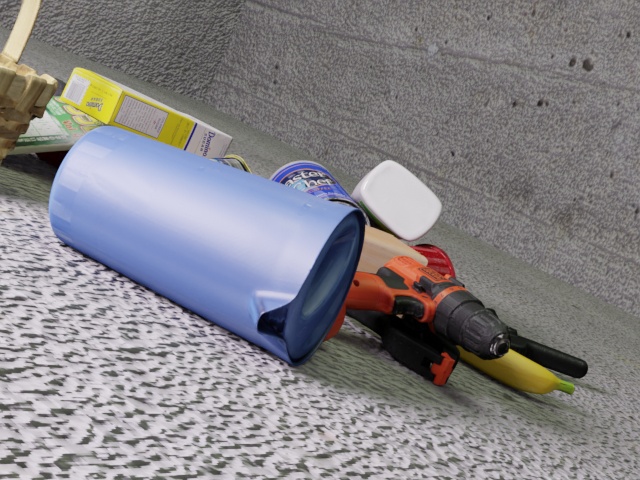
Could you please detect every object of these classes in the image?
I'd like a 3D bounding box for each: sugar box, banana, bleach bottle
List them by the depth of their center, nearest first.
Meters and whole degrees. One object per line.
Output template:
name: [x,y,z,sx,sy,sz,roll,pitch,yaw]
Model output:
banana: [0.180,0.124,1.171,0.198,0.037,0.069,29,-1,33]
sugar box: [-0.189,-0.133,1.178,0.093,0.048,0.176,29,4,39]
bleach bottle: [0.087,-0.039,1.385,0.102,0.068,0.251,43,-6,1]

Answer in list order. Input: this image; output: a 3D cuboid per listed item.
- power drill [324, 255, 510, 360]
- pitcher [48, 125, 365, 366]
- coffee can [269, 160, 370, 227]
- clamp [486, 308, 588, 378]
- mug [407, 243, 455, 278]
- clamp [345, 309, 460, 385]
power drill: [0.061,0.062,0.990,0.187,0.057,0.185,5,16,-31]
pitcher: [-0.090,-0.008,0.877,0.243,0.145,0.149,23,-14,17]
coffee can: [-0.007,-0.031,1.350,0.102,0.103,0.140,21,15,-25]
clamp: [0.232,0.126,1.309,0.165,0.036,0.209,28,10,29]
mug: [0.090,0.047,1.270,0.117,0.093,0.081,-6,-9,39]
clamp: [0.096,0.096,1.071,0.120,0.039,0.172,7,21,-31]
